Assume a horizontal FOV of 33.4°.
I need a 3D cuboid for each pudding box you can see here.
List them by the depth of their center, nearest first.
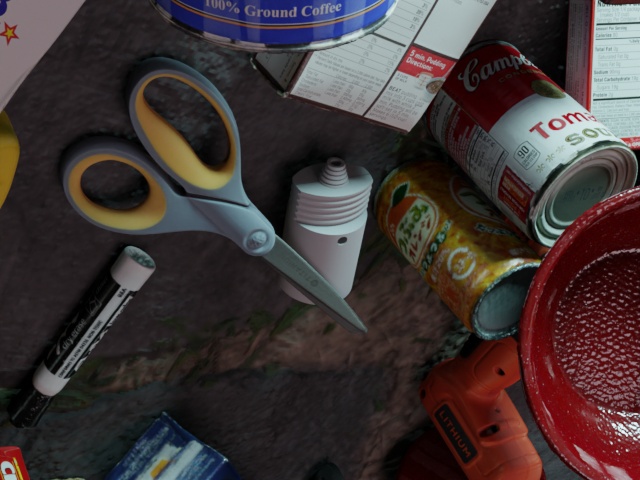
[{"bbox_3d":[0.033,-0.112,0.505,0.089,0.039,0.114,12,119,-42],"label":"pudding box"}]

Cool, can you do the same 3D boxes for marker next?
[{"bbox_3d":[-0.128,0.054,0.561,0.020,0.020,0.121,22,113,-46],"label":"marker"}]

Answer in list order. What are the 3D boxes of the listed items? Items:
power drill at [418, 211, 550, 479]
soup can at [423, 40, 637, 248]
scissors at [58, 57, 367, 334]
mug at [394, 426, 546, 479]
[{"bbox_3d":[0.147,0.087,0.681,0.057,0.184,0.188,-5,140,-33],"label":"power drill"},{"bbox_3d":[0.109,-0.052,0.567,0.068,0.102,0.068,-20,137,-20],"label":"soup can"},{"bbox_3d":[-0.053,0.001,0.534,0.096,0.016,0.201,-27,126,1],"label":"scissors"},{"bbox_3d":[0.117,0.185,0.805,0.117,0.082,0.093,-31,127,-34],"label":"mug"}]
